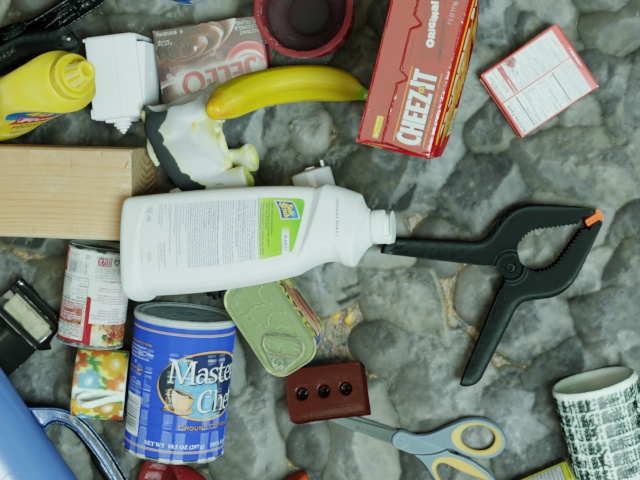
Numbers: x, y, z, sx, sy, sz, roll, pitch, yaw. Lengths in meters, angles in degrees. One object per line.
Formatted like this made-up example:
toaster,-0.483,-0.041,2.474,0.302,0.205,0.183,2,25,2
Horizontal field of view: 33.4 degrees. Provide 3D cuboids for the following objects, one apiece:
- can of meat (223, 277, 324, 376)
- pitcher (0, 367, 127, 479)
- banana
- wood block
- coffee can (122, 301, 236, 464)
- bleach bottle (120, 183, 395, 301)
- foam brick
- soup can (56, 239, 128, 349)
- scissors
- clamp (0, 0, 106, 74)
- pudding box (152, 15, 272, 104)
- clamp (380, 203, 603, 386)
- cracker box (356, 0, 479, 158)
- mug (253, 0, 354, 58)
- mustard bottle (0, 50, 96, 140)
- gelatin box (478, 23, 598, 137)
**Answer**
can of meat,-0.043,0.076,1.054,0.057,0.084,0.102,-34,89,9
pitcher,-0.311,0.234,1.076,0.145,0.149,0.243,-26,99,19
banana,-0.034,-0.143,1.013,0.197,0.070,0.037,-12,115,-33
wood block,-0.276,-0.051,1.075,0.206,0.090,0.091,2,96,8
coffee can,-0.140,0.140,1.065,0.103,0.102,0.140,7,96,8
bleach bottle,-0.056,0.001,0.984,0.251,0.068,0.102,-2,84,13
foam brick,0.007,0.152,1.064,0.078,0.051,0.053,-9,77,8
soup can,-0.229,0.054,1.088,0.068,0.068,0.102,9,96,7
scissors,0.099,0.189,1.077,0.202,0.016,0.096,34,101,4
clamp,-0.293,-0.195,1.059,0.171,0.120,0.039,-25,115,14
pudding box,-0.104,-0.171,1.064,0.113,0.039,0.090,-7,95,10
clamp,0.174,0.020,1.041,0.210,0.036,0.164,-38,89,8
cracker box,0.093,-0.158,0.947,0.072,0.213,0.164,14,97,7
mug,-0.014,-0.230,1.024,0.093,0.081,0.117,-15,93,9
mustard bottle,-0.270,-0.140,1.018,0.192,0.096,0.058,-11,93,48
gelatin box,0.208,-0.152,1.024,0.089,0.030,0.073,-34,91,10
